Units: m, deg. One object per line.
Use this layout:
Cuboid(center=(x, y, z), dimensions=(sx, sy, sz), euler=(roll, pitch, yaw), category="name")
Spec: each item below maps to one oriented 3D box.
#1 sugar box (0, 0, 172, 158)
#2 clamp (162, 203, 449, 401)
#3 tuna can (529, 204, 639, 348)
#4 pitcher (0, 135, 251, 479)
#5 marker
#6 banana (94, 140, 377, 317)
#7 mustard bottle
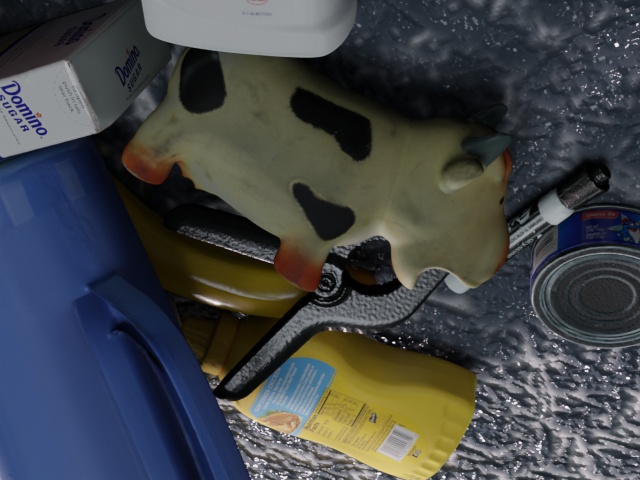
Cuboid(center=(-0.174, -0.074, 0.556), dimensions=(0.176, 0.093, 0.048), euler=(-8, 120, 23), category="sugar box")
Cuboid(center=(0.000, 0.031, 0.620), dimensions=(0.171, 0.039, 0.120), euler=(-5, 108, 6), category="clamp")
Cuboid(center=(0.162, 0.022, 0.605), dimensions=(0.086, 0.033, 0.086), euler=(8, 135, 8), category="tuna can")
Cuboid(center=(-0.129, 0.066, 0.590), dimensions=(0.149, 0.145, 0.243), euler=(-18, 102, 5), category="pitcher")
Cuboid(center=(0.115, -0.007, 0.600), dimensions=(0.020, 0.020, 0.121), euler=(33, 132, -18), category="marker")
Cuboid(center=(-0.065, 0.010, 0.651), dimensions=(0.197, 0.037, 0.070), euler=(24, 135, -9), category="banana")
Cuboid(center=(-0.002, 0.092, 0.698), dimensions=(0.191, 0.058, 0.096), euler=(21, 134, -6), category="mustard bottle")
